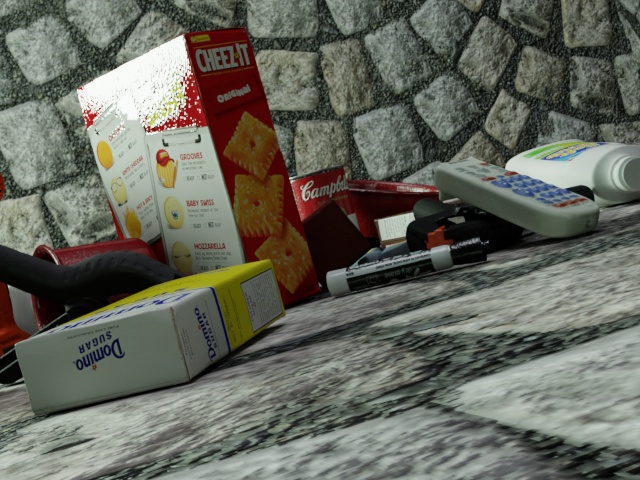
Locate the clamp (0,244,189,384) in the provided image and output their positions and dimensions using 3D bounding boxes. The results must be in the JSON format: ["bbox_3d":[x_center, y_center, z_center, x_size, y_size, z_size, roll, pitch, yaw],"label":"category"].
[{"bbox_3d":[-0.169,0.037,0.734,0.171,0.120,0.039,-13,37,5],"label":"clamp"}]

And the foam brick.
[{"bbox_3d":[0.004,0.002,0.886,0.051,0.053,0.078,-40,4,-3],"label":"foam brick"}]

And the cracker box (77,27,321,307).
[{"bbox_3d":[-0.100,-0.043,0.854,0.071,0.214,0.165,-17,3,-42],"label":"cracker box"}]

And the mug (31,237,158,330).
[{"bbox_3d":[-0.166,0.048,0.828,0.081,0.093,0.117,-10,30,-32],"label":"mug"}]

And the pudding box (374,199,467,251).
[{"bbox_3d":[0.125,-0.020,1.080,0.090,0.039,0.113,-13,2,42],"label":"pudding box"}]

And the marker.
[{"bbox_3d":[0.063,0.018,0.764,0.121,0.020,0.020,-14,2,16],"label":"marker"}]

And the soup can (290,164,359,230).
[{"bbox_3d":[0.004,-0.021,1.100,0.068,0.102,0.068,-15,2,0],"label":"soup can"}]

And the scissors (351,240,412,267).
[{"bbox_3d":[0.060,0.014,0.915,0.096,0.016,0.202,-20,2,-3],"label":"scissors"}]

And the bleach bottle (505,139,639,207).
[{"bbox_3d":[0.262,-0.064,1.030,0.102,0.068,0.251,-15,4,-7],"label":"bleach bottle"}]

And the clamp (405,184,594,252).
[{"bbox_3d":[0.120,-0.014,0.888,0.165,0.036,0.209,-4,10,32],"label":"clamp"}]

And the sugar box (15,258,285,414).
[{"bbox_3d":[-0.090,0.050,0.619,0.093,0.048,0.176,-14,1,15],"label":"sugar box"}]

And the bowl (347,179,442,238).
[{"bbox_3d":[0.064,-0.035,1.195,0.162,0.055,0.162,3,8,-1],"label":"bowl"}]
